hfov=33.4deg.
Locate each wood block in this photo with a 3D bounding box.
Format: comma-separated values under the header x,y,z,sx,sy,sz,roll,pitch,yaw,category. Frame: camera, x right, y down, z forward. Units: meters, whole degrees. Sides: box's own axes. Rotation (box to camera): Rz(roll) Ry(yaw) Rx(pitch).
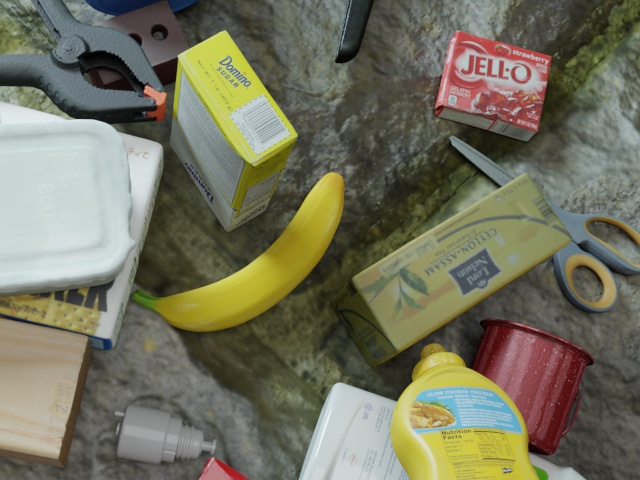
x,y,z,sx,sy,sz,roll,pitch,yaw,category
-0.276,0.096,0.761,0.206,0.091,0.090,12,73,-6,wood block

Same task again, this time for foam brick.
x,y,z,sx,sy,sz,roll,pitch,yaw,category
-0.151,-0.151,0.865,0.078,0.051,0.053,-24,81,-14,foam brick

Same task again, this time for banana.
x,y,z,sx,sy,sz,roll,pitch,yaw,category
-0.049,0.018,0.847,0.197,0.037,0.069,-31,85,-15,banana

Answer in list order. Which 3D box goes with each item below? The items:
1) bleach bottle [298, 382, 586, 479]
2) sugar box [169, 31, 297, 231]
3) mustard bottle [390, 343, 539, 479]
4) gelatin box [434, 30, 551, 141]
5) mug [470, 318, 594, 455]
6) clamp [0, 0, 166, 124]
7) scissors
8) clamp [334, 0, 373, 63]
x,y,z,sx,sy,sz,roll,pitch,yaw,category
0.112,0.195,0.801,0.251,0.068,0.102,20,62,1,bleach bottle
-0.069,-0.075,0.794,0.048,0.176,0.093,-32,84,-14,sugar box
0.099,0.145,0.740,0.096,0.058,0.191,1,40,-12,mustard bottle
0.149,-0.134,0.922,0.089,0.030,0.073,15,74,-6,gelatin box
0.163,0.121,0.838,0.117,0.093,0.081,32,75,-38,mug
-0.191,-0.147,0.812,0.171,0.039,0.120,20,74,-4,clamp
0.186,-0.008,0.904,0.201,0.016,0.096,24,73,-3,scissors
0.029,-0.272,0.933,0.164,0.036,0.209,43,71,3,clamp
